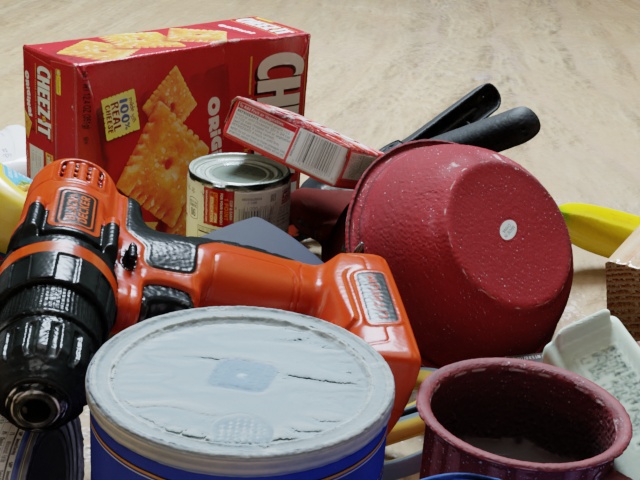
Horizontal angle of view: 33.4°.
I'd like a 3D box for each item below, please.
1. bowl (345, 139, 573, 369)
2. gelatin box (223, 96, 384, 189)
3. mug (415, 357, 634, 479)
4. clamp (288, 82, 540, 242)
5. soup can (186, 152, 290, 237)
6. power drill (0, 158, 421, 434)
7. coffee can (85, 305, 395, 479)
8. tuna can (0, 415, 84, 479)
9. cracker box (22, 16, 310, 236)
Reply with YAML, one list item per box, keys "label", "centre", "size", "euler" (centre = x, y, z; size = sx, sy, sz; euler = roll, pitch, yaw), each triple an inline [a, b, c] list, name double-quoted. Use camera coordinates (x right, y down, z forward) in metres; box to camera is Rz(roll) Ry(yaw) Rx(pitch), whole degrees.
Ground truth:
- label: "bowl"
  centre: [0.097, 0.004, 0.638]
  size: [0.161, 0.162, 0.055]
  euler: [-11, -13, -33]
- label: "gelatin box"
  centre: [-0.008, -0.062, 0.692]
  size: [0.089, 0.030, 0.073]
  euler: [27, 10, 22]
- label: "mug"
  centre: [0.094, 0.113, 0.469]
  size: [0.117, 0.081, 0.093]
  euler: [20, 27, 35]
- label: "clamp"
  centre: [0.065, -0.056, 0.807]
  size: [0.210, 0.036, 0.164]
  euler: [-30, 12, 0]
- label: "soup can"
  centre: [-0.055, 0.001, 0.697]
  size: [0.068, 0.102, 0.068]
  euler: [3, 22, -2]
- label: "power drill"
  centre: [-0.052, 0.034, 0.483]
  size: [0.187, 0.057, 0.184]
  euler: [17, 27, -17]
- label: "coffee can"
  centre: [-0.031, 0.108, 0.381]
  size: [0.103, 0.140, 0.103]
  euler: [3, 22, -2]
- label: "tuna can"
  centre: [-0.126, 0.107, 0.441]
  size: [0.034, 0.086, 0.086]
  euler: [4, 22, 4]
- label: "cracker box"
  centre: [-0.106, -0.068, 0.778]
  size: [0.213, 0.164, 0.072]
  euler: [-18, 32, -42]
